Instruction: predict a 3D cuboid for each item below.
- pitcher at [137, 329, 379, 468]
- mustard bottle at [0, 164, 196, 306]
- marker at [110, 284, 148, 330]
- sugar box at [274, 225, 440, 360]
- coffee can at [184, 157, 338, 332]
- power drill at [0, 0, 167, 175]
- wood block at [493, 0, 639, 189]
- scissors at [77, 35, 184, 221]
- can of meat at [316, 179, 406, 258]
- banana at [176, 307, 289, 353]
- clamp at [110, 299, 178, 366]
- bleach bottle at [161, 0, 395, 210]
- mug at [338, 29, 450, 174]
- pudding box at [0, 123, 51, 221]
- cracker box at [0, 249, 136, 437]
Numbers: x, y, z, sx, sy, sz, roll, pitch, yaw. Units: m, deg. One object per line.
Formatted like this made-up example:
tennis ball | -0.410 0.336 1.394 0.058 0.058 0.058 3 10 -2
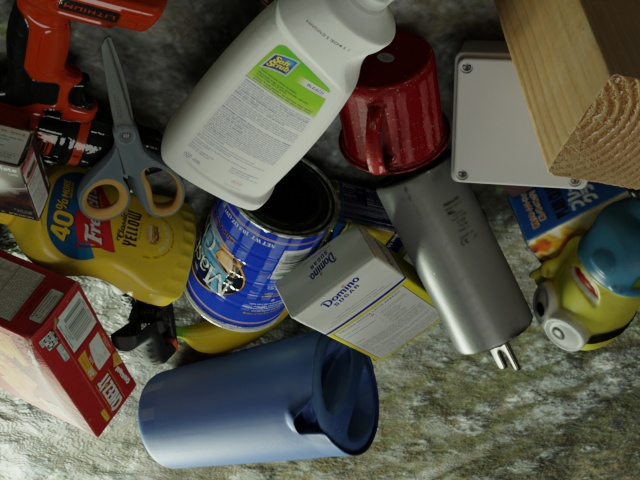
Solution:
pitcher | -0.065 0.171 1.131 0.243 0.145 0.149 -14 146 29
mustard bottle | -0.204 -0.013 0.921 0.191 0.096 0.058 20 153 -28
marker | -0.194 0.058 1.070 0.020 0.020 0.121 -11 141 4
sugar box | 0.042 0.051 0.968 0.093 0.048 0.176 -36 146 12
coffee can | -0.056 0.001 0.957 0.102 0.103 0.140 9 138 -19
power drill | -0.181 -0.129 0.815 0.184 0.057 0.188 12 137 -22
wood block | 0.191 -0.143 0.739 0.090 0.206 0.090 7 138 -17
scissors | -0.167 -0.074 0.830 0.096 0.016 0.201 -19 144 4
can of meat | 0.033 -0.006 0.999 0.083 0.057 0.102 11 137 -19
banana | -0.072 0.071 1.090 0.198 0.037 0.069 -32 137 27
clamp | -0.167 0.064 1.039 0.039 0.120 0.171 8 163 5
bleach bottle | -0.019 -0.112 0.758 0.102 0.068 0.251 27 144 -21
mug | 0.051 -0.104 0.841 0.093 0.117 0.081 4 138 17
pudding box | -0.272 -0.060 0.826 0.113 0.039 0.090 11 155 1
cracker box | -0.287 0.076 0.954 0.214 0.072 0.164 19 148 25
